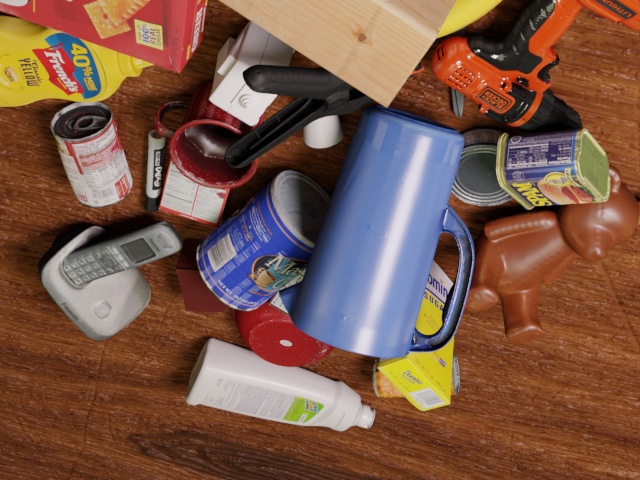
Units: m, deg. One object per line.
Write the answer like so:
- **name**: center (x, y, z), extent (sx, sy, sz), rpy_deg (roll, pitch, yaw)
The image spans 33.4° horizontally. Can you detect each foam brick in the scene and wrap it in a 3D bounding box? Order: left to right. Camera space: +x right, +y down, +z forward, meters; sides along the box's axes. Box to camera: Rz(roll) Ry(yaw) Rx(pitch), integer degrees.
- **foam brick**: center (-0.142, 0.044, 1.312), extent (0.053, 0.051, 0.078), rpy_deg (3, 135, 8)

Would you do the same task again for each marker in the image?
- **marker**: center (-0.190, -0.077, 1.223), extent (0.020, 0.020, 0.121), rpy_deg (13, 136, -1)

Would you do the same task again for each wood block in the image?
- **wood block**: center (0.003, -0.220, 0.919), extent (0.206, 0.090, 0.091), rpy_deg (33, 134, -4)

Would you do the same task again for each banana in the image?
- **banana**: center (0.124, -0.229, 0.973), extent (0.069, 0.037, 0.198), rpy_deg (49, 126, -4)

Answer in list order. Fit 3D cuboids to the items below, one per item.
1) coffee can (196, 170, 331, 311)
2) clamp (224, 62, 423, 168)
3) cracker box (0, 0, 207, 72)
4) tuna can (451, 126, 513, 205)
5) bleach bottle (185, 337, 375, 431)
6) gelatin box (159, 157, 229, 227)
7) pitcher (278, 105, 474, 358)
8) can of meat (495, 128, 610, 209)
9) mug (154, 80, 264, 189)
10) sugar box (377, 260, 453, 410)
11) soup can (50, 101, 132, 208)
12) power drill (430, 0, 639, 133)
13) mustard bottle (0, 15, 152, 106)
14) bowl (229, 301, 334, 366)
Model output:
- **coffee can**: center (-0.058, 0.001, 1.206), extent (0.102, 0.102, 0.141), rpy_deg (36, 125, -23)
- **clamp**: center (0.001, -0.139, 1.033), extent (0.209, 0.036, 0.165), rpy_deg (-20, 163, -26)
- **cracker box**: center (-0.209, -0.266, 0.983), extent (0.214, 0.072, 0.164), rpy_deg (19, 135, 3)
- **tuna can**: center (0.175, -0.079, 1.136), extent (0.086, 0.033, 0.086), rpy_deg (6, 135, 6)
- **bleach bottle**: center (-0.049, 0.211, 1.454), extent (0.250, 0.068, 0.103), rpy_deg (19, 136, -11)
- **gelatin box**: center (-0.140, -0.063, 1.220), extent (0.073, 0.030, 0.089), rpy_deg (17, 136, -4)
- **pitcher**: center (0.072, -0.007, 1.097), extent (0.149, 0.145, 0.243), rpy_deg (9, 104, -36)
- **can of meat**: center (0.234, -0.071, 1.062), extent (0.084, 0.057, 0.102), rpy_deg (-3, 161, 32)
- **mug**: center (-0.116, -0.118, 1.122), extent (0.117, 0.081, 0.093), rpy_deg (13, 136, -2)
- **sugar box**: center (0.115, 0.097, 1.223), extent (0.048, 0.176, 0.093), rpy_deg (-20, 129, 31)
- **soup can**: center (-0.252, -0.094, 1.184), extent (0.068, 0.068, 0.102), rpy_deg (1, 135, 10)
- **power drill**: center (0.226, -0.177, 1.006), extent (0.184, 0.057, 0.188), rpy_deg (24, 133, -27)
- **mustard bottle**: center (-0.260, -0.187, 1.099), extent (0.192, 0.058, 0.096), rpy_deg (-1, 129, 12)
- **bowl**: center (-0.042, 0.111, 1.356), extent (0.162, 0.055, 0.162), rpy_deg (6, 135, 5)
